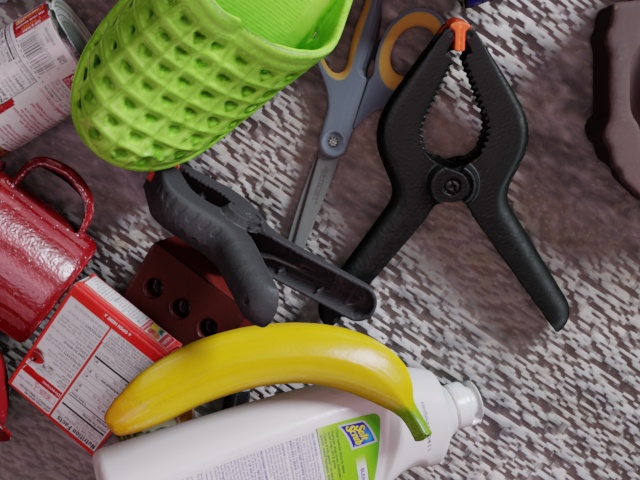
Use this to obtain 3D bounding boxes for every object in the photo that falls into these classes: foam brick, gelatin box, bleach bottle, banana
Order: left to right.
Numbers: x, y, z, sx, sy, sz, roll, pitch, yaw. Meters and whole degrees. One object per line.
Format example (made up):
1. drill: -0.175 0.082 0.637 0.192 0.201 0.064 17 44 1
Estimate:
1. gelatin box: -0.141 0.077 0.665 0.073 0.030 0.089 38 109 3
2. foam brick: -0.079 0.039 0.686 0.078 0.051 0.053 35 106 12
3. banana: -0.027 0.082 0.637 0.197 0.037 0.069 3 64 -11
4. bleach bottle: -0.011 0.145 0.683 0.250 0.068 0.102 -14 111 -17

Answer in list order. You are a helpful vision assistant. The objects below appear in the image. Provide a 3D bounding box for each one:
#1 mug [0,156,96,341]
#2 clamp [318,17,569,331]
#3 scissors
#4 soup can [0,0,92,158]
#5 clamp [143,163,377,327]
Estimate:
1. mug: -0.190 0.001 0.676 0.081 0.093 0.117 38 98 -10
2. clamp: 0.072 -0.033 0.679 0.164 0.036 0.210 -6 107 1
3. scissors: 0.029 -0.070 0.690 0.096 0.016 0.202 5 102 1
4. soup can: -0.190 -0.098 0.666 0.102 0.068 0.068 -30 99 7
5. clamp: -0.054 0.001 0.650 0.172 0.120 0.039 33 101 21
